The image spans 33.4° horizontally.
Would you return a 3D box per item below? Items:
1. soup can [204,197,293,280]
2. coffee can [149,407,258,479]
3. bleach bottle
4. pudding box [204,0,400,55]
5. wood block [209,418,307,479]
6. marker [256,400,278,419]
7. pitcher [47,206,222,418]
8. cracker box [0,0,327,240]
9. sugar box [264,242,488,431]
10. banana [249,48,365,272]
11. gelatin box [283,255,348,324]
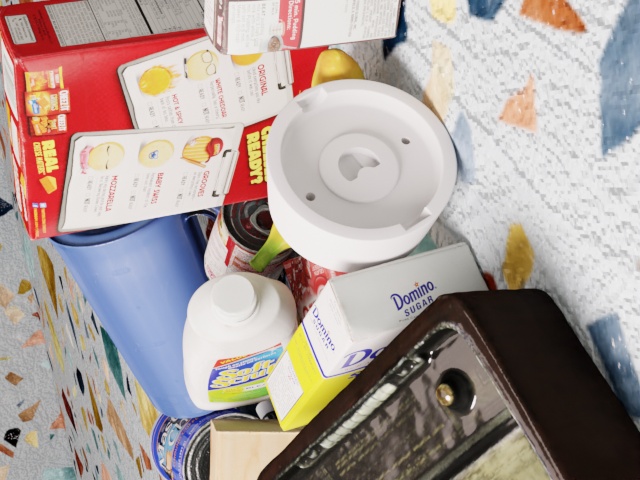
[{"bbox_3d":[-0.056,0.001,0.876,0.102,0.068,0.068,119,133,-61],"label":"soup can"},{"bbox_3d":[-0.110,0.218,1.096,0.140,0.102,0.103,179,78,-68],"label":"coffee can"},{"bbox_3d":[-0.068,0.076,0.830,0.251,0.102,0.068,92,168,-72],"label":"bleach bottle"},{"bbox_3d":[-0.007,-0.154,0.599,0.039,0.113,0.090,-121,27,-43],"label":"pudding box"},{"bbox_3d":[-0.049,0.259,0.902,0.091,0.090,0.206,160,112,-82],"label":"wood block"},{"bbox_3d":[-0.029,0.198,0.997,0.121,0.020,0.020,-124,29,-42],"label":"marker"},{"bbox_3d":[-0.143,0.051,1.011,0.149,0.144,0.243,30,148,48],"label":"pitcher"},{"bbox_3d":[-0.111,-0.096,0.754,0.164,0.213,0.072,100,150,-46],"label":"cracker box"},{"bbox_3d":[0.030,0.066,0.670,0.176,0.093,0.048,122,129,-62],"label":"sugar box"},{"bbox_3d":[0.001,-0.056,0.709,0.037,0.069,0.198,29,135,9],"label":"banana"},{"bbox_3d":[0.006,0.042,0.800,0.089,0.030,0.073,155,100,-69],"label":"gelatin box"}]
